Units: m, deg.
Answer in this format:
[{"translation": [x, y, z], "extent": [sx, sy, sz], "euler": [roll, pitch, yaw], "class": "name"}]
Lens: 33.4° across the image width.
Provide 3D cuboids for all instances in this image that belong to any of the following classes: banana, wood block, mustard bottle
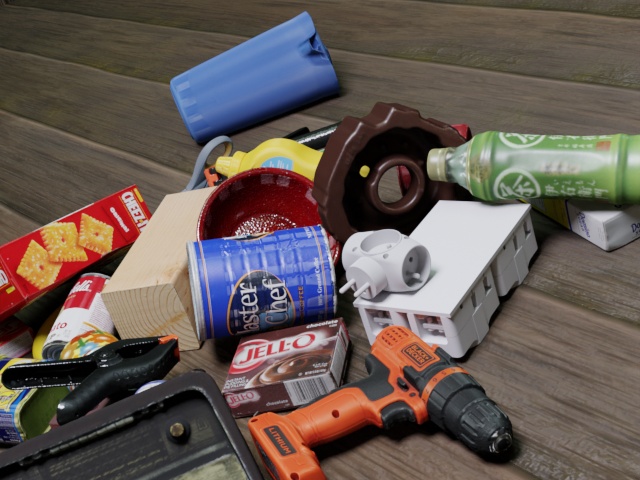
[{"translation": [-0.271, 0.088, 1.250], "extent": [0.070, 0.037, 0.197], "euler": [30, 52, 19], "class": "banana"}, {"translation": [-0.158, 0.030, 1.220], "extent": [0.091, 0.090, 0.206], "euler": [-8, 31, 20], "class": "wood block"}, {"translation": [-0.031, -0.069, 1.247], "extent": [0.192, 0.096, 0.058], "euler": [13, 35, 11], "class": "mustard bottle"}]

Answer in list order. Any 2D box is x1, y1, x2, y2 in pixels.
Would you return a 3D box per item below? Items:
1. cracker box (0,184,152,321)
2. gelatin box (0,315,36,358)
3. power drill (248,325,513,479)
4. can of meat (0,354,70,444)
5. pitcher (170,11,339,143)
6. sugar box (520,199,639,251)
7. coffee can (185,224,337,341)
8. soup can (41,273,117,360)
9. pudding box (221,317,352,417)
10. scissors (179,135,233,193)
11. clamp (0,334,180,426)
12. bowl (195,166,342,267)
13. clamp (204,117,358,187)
[{"translation": [-0.318, 0.025, 1.253], "extent": [0.164, 0.072, 0.213], "euler": [-26, 3, 42], "class": "cracker box"}, {"translation": [-0.387, 0.124, 1.258], "extent": [0.089, 0.030, 0.073], "euler": [-34, 32, -25], "class": "gelatin box"}, {"translation": [0.047, 0.159, 0.906], "extent": [0.187, 0.057, 0.185], "euler": [-26, 30, -16], "class": "power drill"}, {"translation": [-0.316, 0.167, 1.113], "extent": [0.084, 0.057, 0.102], "euler": [-2, 34, 25], "class": "can of meat"}, {"translation": [-0.101, -0.241, 1.642], "extent": [0.243, 0.149, 0.145], "euler": [-23, 43, -1], "class": "pitcher"}, {"translation": [0.287, -0.053, 1.140], "extent": [0.093, 0.048, 0.176], "euler": [-26, 33, -12], "class": "sugar box"}, {"translation": [-0.061, 0.043, 1.092], "extent": [0.140, 0.103, 0.103], "euler": [-8, 27, -8], "class": "coffee can"}, {"translation": [-0.256, 0.096, 1.171], "extent": [0.069, 0.068, 0.102], "euler": [-6, 42, 23], "class": "soup can"}, {"translation": [-0.031, 0.123, 1.032], "extent": [0.114, 0.039, 0.090], "euler": [-11, 29, 16], "class": "pudding box"}, {"translation": [-0.180, -0.072, 1.422], "extent": [0.201, 0.096, 0.016], "euler": [-31, 50, -27], "class": "scissors"}, {"translation": [-0.215, 0.125, 1.025], "extent": [0.120, 0.039, 0.171], "euler": [20, 25, 35], "class": "clamp"}, {"translation": [-0.058, 0.001, 1.194], "extent": [0.162, 0.055, 0.162], "euler": [2, 69, -5], "class": "bowl"}, {"translation": [-0.062, -0.117, 1.429], "extent": [0.209, 0.036, 0.165], "euler": [-23, 10, -18], "class": "clamp"}]
